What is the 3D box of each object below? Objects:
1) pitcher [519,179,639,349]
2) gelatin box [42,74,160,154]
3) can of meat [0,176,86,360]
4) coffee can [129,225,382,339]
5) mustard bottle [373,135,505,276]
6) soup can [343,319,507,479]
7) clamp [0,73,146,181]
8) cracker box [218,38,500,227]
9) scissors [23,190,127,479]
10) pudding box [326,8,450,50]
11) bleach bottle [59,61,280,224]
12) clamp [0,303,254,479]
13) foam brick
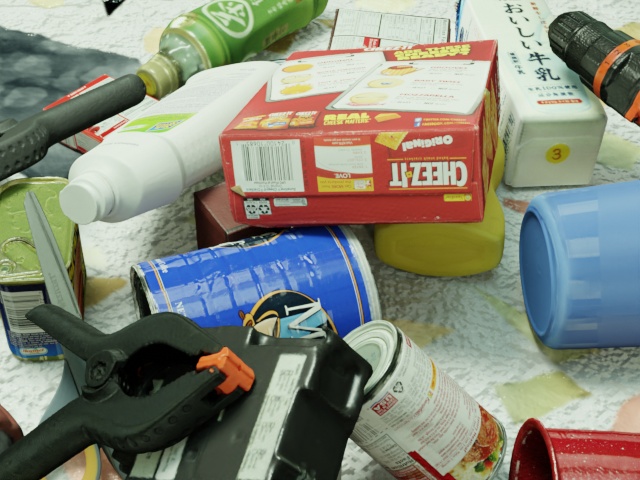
[{"bbox_3d":[0.266,0.010,0.746,0.242,0.149,0.145,-5,58,-2],"label":"pitcher"},{"bbox_3d":[-0.177,-0.100,0.905,0.089,0.030,0.073,28,48,26],"label":"gelatin box"},{"bbox_3d":[-0.193,0.021,0.736,0.057,0.084,0.102,-3,43,-6],"label":"can of meat"},{"bbox_3d":[-0.043,0.049,0.697,0.140,0.103,0.103,-14,45,-16],"label":"coffee can"},{"bbox_3d":[0.098,-0.056,0.847,0.096,0.058,0.191,3,43,8],"label":"mustard bottle"},{"bbox_3d":[0.053,0.103,0.631,0.069,0.102,0.068,-37,25,21],"label":"soup can"},{"bbox_3d":[-0.223,-0.074,0.789,0.165,0.036,0.210,-17,18,11],"label":"clamp"},{"bbox_3d":[0.039,-0.079,0.748,0.164,0.072,0.213,-1,23,13],"label":"cracker box"},{"bbox_3d":[-0.165,0.076,0.657,0.096,0.016,0.202,-34,85,-13],"label":"scissors"},{"bbox_3d":[0.063,-0.172,0.985,0.113,0.039,0.090,8,43,3],"label":"pudding box"},{"bbox_3d":[-0.111,-0.069,0.782,0.103,0.068,0.250,-7,19,28],"label":"bleach bottle"},{"bbox_3d":[-0.117,0.088,0.578,0.172,0.039,0.120,-4,62,36],"label":"clamp"},{"bbox_3d":[-0.055,0.001,0.767,0.052,0.078,0.051,-22,46,-24],"label":"foam brick"}]
